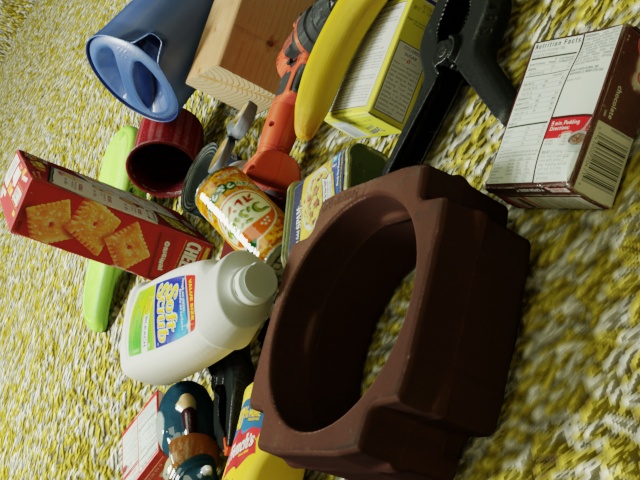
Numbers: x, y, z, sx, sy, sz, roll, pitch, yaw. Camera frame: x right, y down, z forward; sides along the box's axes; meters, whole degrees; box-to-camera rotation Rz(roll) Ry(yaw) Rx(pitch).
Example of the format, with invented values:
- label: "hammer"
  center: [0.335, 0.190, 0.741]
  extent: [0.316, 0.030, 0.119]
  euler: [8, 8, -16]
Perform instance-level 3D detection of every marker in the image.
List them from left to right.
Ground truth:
- label: "marker"
  center: [-0.028, 0.042, 0.958]
  extent: [0.020, 0.020, 0.121]
  euler: [19, 86, 64]

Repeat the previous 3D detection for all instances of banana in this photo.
- label: "banana"
  center: [0.026, -0.180, 0.917]
  extent: [0.198, 0.037, 0.070]
  euler: [-57, 23, 16]

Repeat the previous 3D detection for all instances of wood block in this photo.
- label: "wood block"
  center: [-0.067, -0.260, 1.208]
  extent: [0.090, 0.090, 0.206]
  euler: [-11, 59, 60]

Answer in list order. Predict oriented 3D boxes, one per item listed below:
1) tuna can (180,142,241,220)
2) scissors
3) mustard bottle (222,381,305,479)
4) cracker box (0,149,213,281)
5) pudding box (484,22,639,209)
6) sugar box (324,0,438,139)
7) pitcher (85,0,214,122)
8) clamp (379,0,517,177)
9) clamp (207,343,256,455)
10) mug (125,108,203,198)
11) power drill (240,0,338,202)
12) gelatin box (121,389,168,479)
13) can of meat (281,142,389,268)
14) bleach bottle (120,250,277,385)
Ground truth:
- label: "tuna can"
  center: [-0.125, -0.066, 1.219]
  extent: [0.086, 0.033, 0.086]
  euler: [-43, 34, 39]
- label: "scissors"
  center: [-0.103, -0.109, 1.176]
  extent: [0.096, 0.016, 0.202]
  euler: [-62, 10, -7]
- label: "mustard bottle"
  center: [-0.042, 0.171, 0.832]
  extent: [0.096, 0.058, 0.191]
  euler: [146, 142, -64]
- label: "cracker box"
  center: [-0.247, -0.020, 1.206]
  extent: [0.072, 0.213, 0.164]
  euler: [-65, 25, 5]
- label: "pudding box"
  center: [0.160, -0.077, 0.683]
  extent: [0.090, 0.039, 0.113]
  euler: [4, 70, 63]
- label: "sugar box"
  center: [0.067, -0.179, 0.938]
  extent: [0.093, 0.048, 0.176]
  euler: [5, 70, 64]
- label: "pitcher"
  center: [-0.163, -0.265, 1.297]
  extent: [0.149, 0.145, 0.242]
  euler: [16, 57, 35]
- label: "clamp"
  center: [0.114, -0.138, 0.823]
  extent: [0.165, 0.036, 0.210]
  euler: [-20, 51, 57]
- label: "clamp"
  center: [-0.082, 0.127, 0.964]
  extent: [0.120, 0.039, 0.171]
  euler: [108, 163, -50]
- label: "mug"
  center: [-0.191, -0.105, 1.328]
  extent: [0.081, 0.093, 0.117]
  euler: [-86, 8, -45]
- label: "power drill"
  center: [-0.022, -0.133, 1.022]
  extent: [0.185, 0.057, 0.187]
  euler: [143, 147, -73]
- label: "gelatin box"
  center: [-0.170, 0.208, 1.078]
  extent: [0.073, 0.030, 0.089]
  euler: [-52, 29, 24]
- label: "can of meat"
  center: [0.016, -0.021, 0.887]
  extent: [0.084, 0.057, 0.102]
  euler: [-35, 40, 44]
- label: "bleach bottle"
  center: [-0.101, 0.057, 0.912]
  extent: [0.251, 0.068, 0.102]
  euler: [-31, 48, 58]
